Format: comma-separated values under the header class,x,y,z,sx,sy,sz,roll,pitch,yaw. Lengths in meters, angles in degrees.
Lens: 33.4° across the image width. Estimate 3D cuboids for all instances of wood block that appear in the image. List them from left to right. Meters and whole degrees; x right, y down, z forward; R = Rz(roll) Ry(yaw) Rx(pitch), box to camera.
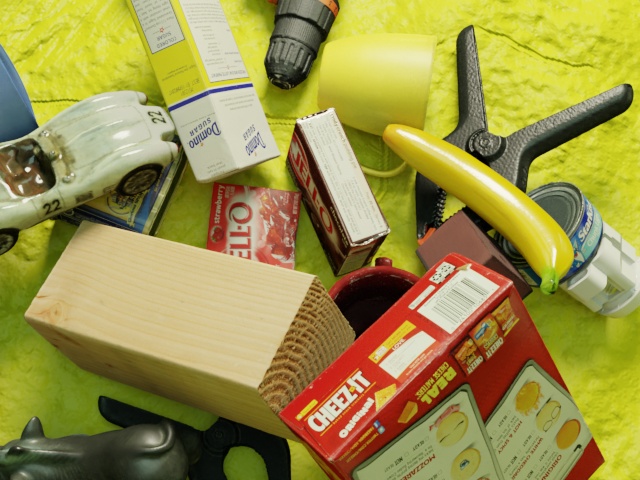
class,x,y,z,sx,sy,sz,roll,pitch,yaw
wood block,-0.093,0.062,0.762,0.206,0.090,0.090,12,63,30

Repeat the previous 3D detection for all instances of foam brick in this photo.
class,x,y,z,sx,sy,sz,roll,pitch,yaw
foam brick,0.118,0.023,0.826,0.053,0.078,0.051,38,104,-29

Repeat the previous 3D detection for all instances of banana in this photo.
class,x,y,z,sx,sy,sz,roll,pitch,yaw
banana,0.130,-0.031,0.821,0.198,0.069,0.037,45,111,32

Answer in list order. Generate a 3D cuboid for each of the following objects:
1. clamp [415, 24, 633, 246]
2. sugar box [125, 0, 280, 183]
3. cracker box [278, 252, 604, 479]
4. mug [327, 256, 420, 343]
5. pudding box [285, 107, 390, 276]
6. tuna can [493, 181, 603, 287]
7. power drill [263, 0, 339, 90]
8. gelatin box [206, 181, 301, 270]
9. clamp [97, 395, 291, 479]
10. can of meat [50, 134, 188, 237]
class,x,y,z,sx,sy,sz,roll,pitch,yaw
clamp,0.135,-0.082,0.895,0.165,0.036,0.210,35,82,30
sugar box,-0.095,-0.136,0.845,0.048,0.093,0.176,-17,94,22
cracker box,0.091,0.137,0.739,0.164,0.213,0.072,-43,38,-12
mug,0.046,0.069,0.822,0.093,0.081,0.117,1,58,0
pudding box,0.011,-0.037,0.852,0.039,0.090,0.113,-23,77,-12
tuna can,0.183,-0.004,0.861,0.033,0.086,0.086,42,71,-27
power drill,-0.070,-0.235,0.924,0.187,0.057,0.184,19,72,-1
gelatin box,-0.056,0.001,0.865,0.073,0.030,0.089,6,72,-3
clamp,-0.073,0.140,0.817,0.171,0.039,0.120,42,84,8
can of meat,-0.160,-0.050,0.858,0.084,0.057,0.102,21,72,-1
